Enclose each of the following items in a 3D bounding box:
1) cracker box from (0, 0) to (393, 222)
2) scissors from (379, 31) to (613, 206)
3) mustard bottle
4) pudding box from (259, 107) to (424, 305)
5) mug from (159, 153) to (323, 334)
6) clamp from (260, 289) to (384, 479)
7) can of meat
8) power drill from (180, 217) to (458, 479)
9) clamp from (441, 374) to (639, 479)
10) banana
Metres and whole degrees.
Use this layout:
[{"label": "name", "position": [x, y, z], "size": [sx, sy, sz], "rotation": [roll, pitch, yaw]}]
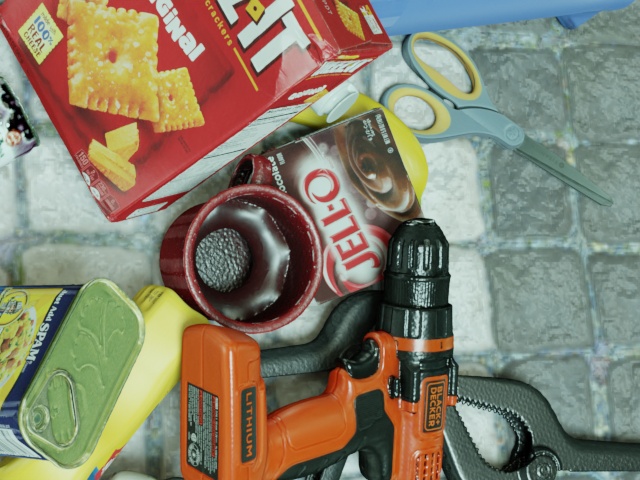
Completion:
[{"label": "cracker box", "position": [-0.087, -0.131, 0.659], "size": [0.072, 0.214, 0.164], "rotation": [-24, 84, -56]}, {"label": "scissors", "position": [0.125, -0.072, 0.805], "size": [0.096, 0.016, 0.202], "rotation": [-43, 91, -18]}, {"label": "mustard bottle", "position": [-0.145, 0.116, 0.645], "size": [0.058, 0.096, 0.191], "rotation": [41, 71, -7]}, {"label": "pudding box", "position": [0.019, -0.023, 0.732], "size": [0.090, 0.039, 0.113], "rotation": [-22, 94, -3]}, {"label": "mug", "position": [-0.055, 0.001, 0.695], "size": [0.093, 0.082, 0.117], "rotation": [10, 84, -23]}, {"label": "clamp", "position": [0.021, 0.098, 0.728], "size": [0.171, 0.039, 0.120], "rotation": [-28, 104, -21]}, {"label": "can of meat", "position": [-0.158, 0.072, 0.592], "size": [0.057, 0.084, 0.102], "rotation": [53, 46, -41]}, {"label": "power drill", "position": [0.007, 0.080, 0.653], "size": [0.187, 0.057, 0.184], "rotation": [-3, 97, -36]}, {"label": "clamp", "position": [0.158, 0.157, 0.752], "size": [0.210, 0.036, 0.164], "rotation": [46, 70, -4]}, {"label": "banana", "position": [0.003, -0.082, 0.762], "size": [0.197, 0.037, 0.069], "rotation": [28, 72, -8]}]
